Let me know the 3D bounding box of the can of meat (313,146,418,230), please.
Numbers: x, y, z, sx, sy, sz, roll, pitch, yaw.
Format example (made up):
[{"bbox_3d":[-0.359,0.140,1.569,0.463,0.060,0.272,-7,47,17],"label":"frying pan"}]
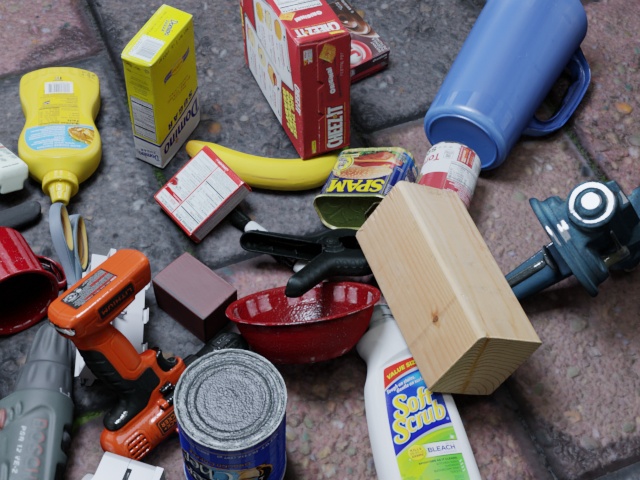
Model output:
[{"bbox_3d":[0.055,-0.060,1.225,0.102,0.057,0.083,1,47,29],"label":"can of meat"}]

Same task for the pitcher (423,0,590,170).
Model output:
[{"bbox_3d":[0.231,-0.197,1.310,0.149,0.145,0.242,18,59,25],"label":"pitcher"}]

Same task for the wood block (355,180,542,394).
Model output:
[{"bbox_3d":[0.126,0.047,1.098,0.090,0.091,0.206,9,43,-37],"label":"wood block"}]

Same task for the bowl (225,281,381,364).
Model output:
[{"bbox_3d":[-0.015,0.088,1.102,0.162,0.055,0.162,-7,10,1],"label":"bowl"}]

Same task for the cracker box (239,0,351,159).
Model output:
[{"bbox_3d":[-0.032,-0.228,1.270,0.072,0.164,0.214,-17,47,-14],"label":"cracker box"}]

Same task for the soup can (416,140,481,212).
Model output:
[{"bbox_3d":[0.143,-0.056,1.231,0.068,0.068,0.102,15,55,9],"label":"soup can"}]

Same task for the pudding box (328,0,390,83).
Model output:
[{"bbox_3d":[0.023,-0.254,1.387,0.090,0.039,0.114,-28,60,-19],"label":"pudding box"}]

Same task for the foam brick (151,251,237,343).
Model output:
[{"bbox_3d":[-0.134,0.061,1.148,0.078,0.053,0.051,36,61,20],"label":"foam brick"}]

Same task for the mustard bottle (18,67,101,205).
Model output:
[{"bbox_3d":[-0.309,-0.120,1.267,0.096,0.058,0.191,-2,54,-11],"label":"mustard bottle"}]

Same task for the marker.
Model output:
[{"bbox_3d":[-0.058,0.001,1.213,0.121,0.020,0.020,37,61,22],"label":"marker"}]

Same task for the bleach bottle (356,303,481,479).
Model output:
[{"bbox_3d":[0.084,0.174,1.070,0.102,0.068,0.251,-10,53,-11],"label":"bleach bottle"}]

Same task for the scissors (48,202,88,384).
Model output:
[{"bbox_3d":[-0.268,0.044,1.136,0.016,0.096,0.202,-12,52,5],"label":"scissors"}]

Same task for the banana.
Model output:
[{"bbox_3d":[-0.064,-0.089,1.270,0.197,0.037,0.069,3,35,-2],"label":"banana"}]

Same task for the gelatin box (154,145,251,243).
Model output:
[{"bbox_3d":[-0.136,-0.053,1.226,0.089,0.030,0.073,-45,64,-1],"label":"gelatin box"}]

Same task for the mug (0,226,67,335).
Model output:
[{"bbox_3d":[-0.329,0.038,1.142,0.117,0.093,0.082,-8,46,-40],"label":"mug"}]

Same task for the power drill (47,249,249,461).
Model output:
[{"bbox_3d":[-0.165,0.103,1.042,0.184,0.187,0.057,-42,33,-28],"label":"power drill"}]

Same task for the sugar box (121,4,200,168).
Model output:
[{"bbox_3d":[-0.182,-0.175,1.239,0.048,0.176,0.093,22,57,16],"label":"sugar box"}]

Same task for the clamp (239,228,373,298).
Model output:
[{"bbox_3d":[-0.001,0.012,1.175,0.171,0.039,0.120,-11,40,-39],"label":"clamp"}]

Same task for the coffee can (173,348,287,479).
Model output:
[{"bbox_3d":[-0.083,0.181,1.009,0.103,0.140,0.103,1,54,-2],"label":"coffee can"}]
